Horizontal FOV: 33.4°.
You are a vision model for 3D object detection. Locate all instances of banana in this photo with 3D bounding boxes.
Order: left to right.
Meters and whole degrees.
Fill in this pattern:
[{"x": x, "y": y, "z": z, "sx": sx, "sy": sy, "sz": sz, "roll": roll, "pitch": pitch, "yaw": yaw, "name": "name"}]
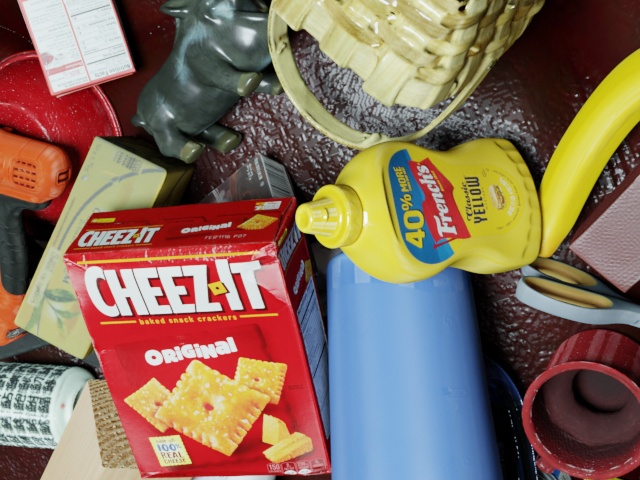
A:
[{"x": 0.198, "y": -0.072, "z": 0.735, "sx": 0.037, "sy": 0.069, "sz": 0.198, "roll": 20, "pitch": 132, "yaw": -18, "name": "banana"}]

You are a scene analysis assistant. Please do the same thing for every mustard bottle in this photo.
[{"x": 0.065, "y": -0.020, "z": 0.724, "sx": 0.058, "sy": 0.191, "sz": 0.096, "roll": -20, "pitch": 78, "yaw": 52, "name": "mustard bottle"}]

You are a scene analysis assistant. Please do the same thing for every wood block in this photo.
[{"x": -0.192, "y": 0.223, "z": 0.965, "sx": 0.206, "sy": 0.090, "sz": 0.091, "roll": -59, "pitch": 39, "yaw": 37, "name": "wood block"}]

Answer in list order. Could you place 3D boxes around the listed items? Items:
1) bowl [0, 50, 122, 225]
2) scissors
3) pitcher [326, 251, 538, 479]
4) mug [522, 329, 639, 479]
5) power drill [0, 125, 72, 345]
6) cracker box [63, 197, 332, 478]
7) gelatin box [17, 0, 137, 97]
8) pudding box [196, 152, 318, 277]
[{"x": -0.255, "y": -0.082, "z": 0.938, "sx": 0.162, "sy": 0.055, "sz": 0.162, "roll": 8, "pitch": 112, "yaw": 22, "name": "bowl"}, {"x": 0.231, "y": 0.049, "z": 0.781, "sx": 0.201, "sy": 0.096, "sz": 0.016, "roll": 12, "pitch": 111, "yaw": -14, "name": "scissors"}, {"x": 0.076, "y": 0.127, "z": 0.793, "sx": 0.145, "sy": 0.149, "sz": 0.243, "roll": -8, "pitch": 78, "yaw": 17, "name": "pitcher"}, {"x": 0.199, "y": 0.126, "z": 0.795, "sx": 0.093, "sy": 0.081, "sz": 0.117, "roll": 33, "pitch": 118, "yaw": 10, "name": "mug"}, {"x": -0.306, "y": -0.014, "z": 0.914, "sx": 0.184, "sy": 0.057, "sz": 0.188, "roll": 16, "pitch": 113, "yaw": 15, "name": "power drill"}, {"x": -0.081, "y": 0.081, "z": 0.805, "sx": 0.164, "sy": 0.072, "sz": 0.214, "roll": -4, "pitch": 121, "yaw": 15, "name": "cracker box"}, {"x": -0.199, "y": -0.171, "z": 0.880, "sx": 0.073, "sy": 0.030, "sz": 0.089, "roll": -17, "pitch": 103, "yaw": -2, "name": "gelatin box"}, {"x": -0.056, "y": 0.001, "z": 0.857, "sx": 0.090, "sy": 0.039, "sz": 0.113, "roll": -36, "pitch": 52, "yaw": 29, "name": "pudding box"}]
